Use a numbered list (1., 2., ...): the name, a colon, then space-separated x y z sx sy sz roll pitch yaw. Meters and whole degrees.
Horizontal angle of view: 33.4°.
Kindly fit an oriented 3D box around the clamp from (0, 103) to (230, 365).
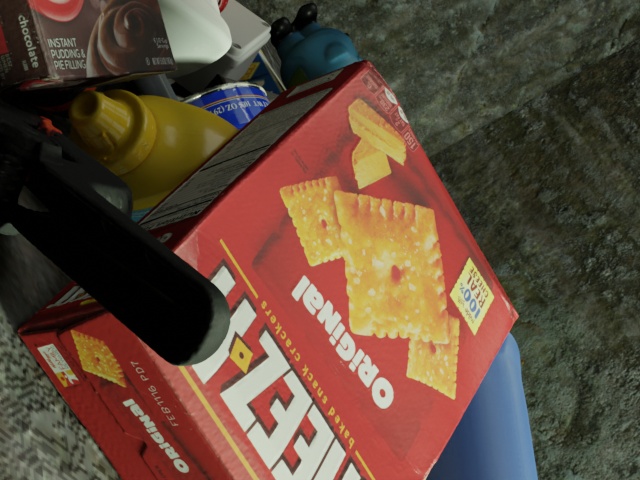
1. clamp: -0.102 -0.018 0.371 0.164 0.036 0.210 30 4 -5

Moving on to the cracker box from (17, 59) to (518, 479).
1. cracker box: -0.005 0.037 0.483 0.164 0.072 0.213 58 42 -17

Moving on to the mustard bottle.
1. mustard bottle: -0.077 -0.027 0.565 0.191 0.096 0.058 47 35 -63

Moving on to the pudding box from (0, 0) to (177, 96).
1. pudding box: -0.115 -0.114 0.480 0.113 0.039 0.090 -30 107 -70
